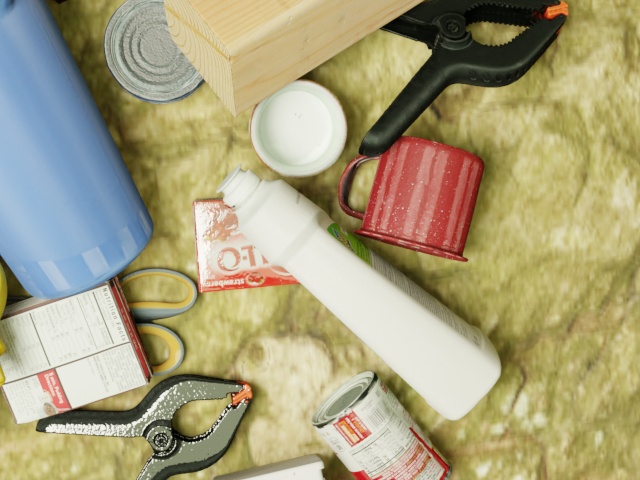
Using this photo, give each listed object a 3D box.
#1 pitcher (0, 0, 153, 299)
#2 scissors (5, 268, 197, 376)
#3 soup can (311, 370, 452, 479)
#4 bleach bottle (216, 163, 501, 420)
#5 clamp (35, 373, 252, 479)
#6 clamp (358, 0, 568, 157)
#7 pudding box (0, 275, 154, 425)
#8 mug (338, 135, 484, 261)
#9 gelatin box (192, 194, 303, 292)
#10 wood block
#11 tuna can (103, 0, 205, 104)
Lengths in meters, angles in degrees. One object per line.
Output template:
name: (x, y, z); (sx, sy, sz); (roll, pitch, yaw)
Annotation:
pitcher: (-0.226, -0.082, 0.767); (0.145, 0.149, 0.243); (-25, 114, 1)
scissors: (-0.195, 0.073, 0.852); (0.201, 0.016, 0.096); (-11, 96, -5)
soup can: (0.049, 0.164, 0.861); (0.068, 0.068, 0.102); (-39, 98, -2)
bleach bottle: (0.025, 0.031, 0.819); (0.250, 0.102, 0.068); (40, 97, -12)
clamp: (-0.129, 0.169, 0.856); (0.171, 0.039, 0.120); (-19, 98, -4)
clamp: (0.092, -0.163, 0.837); (0.209, 0.036, 0.164); (-20, 68, -16)
pudding box: (-0.197, 0.084, 0.826); (0.113, 0.039, 0.090); (-18, 102, 0)
mug: (0.070, -0.036, 0.841); (0.117, 0.093, 0.081); (14, 89, 24)
gelatin box: (-0.055, 0.001, 0.853); (0.089, 0.030, 0.073); (-4, 96, -6)
wood block: (-0.004, -0.194, 0.777); (0.206, 0.090, 0.091); (-33, 70, -14)
tuna can: (-0.125, -0.150, 0.830); (0.086, 0.034, 0.086); (-1, 95, -6)
